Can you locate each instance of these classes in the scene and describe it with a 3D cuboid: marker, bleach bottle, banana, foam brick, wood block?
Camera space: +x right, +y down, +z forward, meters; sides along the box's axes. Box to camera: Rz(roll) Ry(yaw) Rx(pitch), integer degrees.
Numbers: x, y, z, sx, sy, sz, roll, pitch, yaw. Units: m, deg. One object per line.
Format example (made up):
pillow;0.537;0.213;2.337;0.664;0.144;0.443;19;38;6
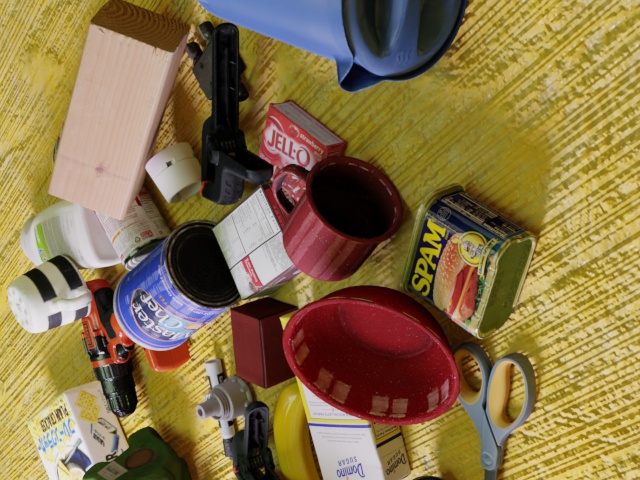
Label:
marker;-0.114;0.198;1.244;0.020;0.020;0.121;-2;102;50
bleach bottle;-0.334;-0.012;1.395;0.251;0.067;0.102;-4;100;53
banana;-0.017;0.230;1.128;0.070;0.037;0.198;8;110;51
foam brick;-0.056;0.106;1.117;0.051;0.052;0.078;13;112;47
wood block;-0.217;-0.140;1.141;0.091;0.090;0.206;20;120;-5

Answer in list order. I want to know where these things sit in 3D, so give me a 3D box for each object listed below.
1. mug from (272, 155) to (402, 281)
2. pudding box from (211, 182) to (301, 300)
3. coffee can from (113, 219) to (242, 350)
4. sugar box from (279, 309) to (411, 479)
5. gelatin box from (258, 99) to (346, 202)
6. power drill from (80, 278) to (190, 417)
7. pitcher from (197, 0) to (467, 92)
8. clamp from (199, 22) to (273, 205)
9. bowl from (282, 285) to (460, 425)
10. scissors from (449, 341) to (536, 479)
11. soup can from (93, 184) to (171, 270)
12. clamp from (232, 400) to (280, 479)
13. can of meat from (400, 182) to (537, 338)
mug;0.006;-0.022;0.960;0.117;0.093;0.082;35;140;0
pudding box;-0.057;0.001;1.091;0.114;0.039;0.090;-35;74;47
coffee can;-0.153;0.051;1.171;0.141;0.102;0.103;-36;76;49
sugar box;0.025;0.151;1.045;0.094;0.048;0.176;-8;101;49
gelatin box;-0.021;-0.082;1.022;0.089;0.030;0.073;41;131;33
power drill;-0.237;0.131;1.334;0.188;0.057;0.184;-14;92;51
pitcher;-0.001;-0.228;0.882;0.243;0.149;0.145;26;138;46
clamp;-0.089;-0.087;1.049;0.210;0.036;0.164;113;145;-58
bowl;0.051;0.091;0.941;0.162;0.055;0.162;14;135;14
scissors;0.139;0.174;0.941;0.096;0.016;0.202;39;130;37
soup can;-0.222;-0.024;1.253;0.102;0.068;0.069;58;139;16
clamp;-0.070;0.231;1.155;0.172;0.039;0.120;160;102;-70
can of meat;0.121;0.018;0.873;0.084;0.057;0.102;35;129;34
